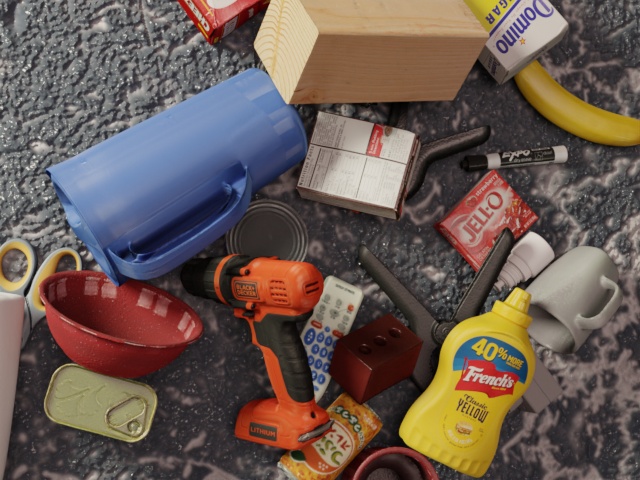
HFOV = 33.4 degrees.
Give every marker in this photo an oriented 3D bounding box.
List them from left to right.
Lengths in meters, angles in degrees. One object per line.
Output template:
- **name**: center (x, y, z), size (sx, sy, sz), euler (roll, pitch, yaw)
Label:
- **marker**: center (0.213, -0.090, 1.176), size (0.121, 0.020, 0.020), euler (-7, 86, -11)

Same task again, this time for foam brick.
- **foam brick**: center (0.056, 0.120, 1.088), size (0.078, 0.051, 0.053), euler (-24, 51, -37)

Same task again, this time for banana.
- **banana**: center (0.282, -0.154, 1.185), size (0.197, 0.037, 0.069), euler (37, 81, -5)

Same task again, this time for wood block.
- **wood block**: center (0.052, -0.200, 1.068), size (0.205, 0.091, 0.090), euler (-6, 52, -32)

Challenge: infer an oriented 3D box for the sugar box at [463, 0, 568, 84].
- **sugar box**: center (0.177, -0.265, 1.158), size (0.093, 0.048, 0.176), euler (-38, 79, -12)

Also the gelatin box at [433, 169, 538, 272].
- **gelatin box**: center (0.179, -0.020, 1.157), size (0.089, 0.030, 0.073), euler (-44, 93, -12)

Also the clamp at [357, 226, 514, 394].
- **clamp**: center (0.121, 0.090, 1.126), size (0.164, 0.036, 0.210), euler (0, 93, 3)

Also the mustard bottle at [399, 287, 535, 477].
- **mustard bottle**: center (0.163, 0.136, 1.082), size (0.096, 0.058, 0.191), euler (27, 91, -8)

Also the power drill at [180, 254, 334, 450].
- **power drill**: center (-0.062, 0.105, 1.053), size (0.057, 0.185, 0.187), euler (-22, 107, -41)

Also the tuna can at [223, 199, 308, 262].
- **tuna can**: center (-0.057, 0.001, 1.110), size (0.086, 0.034, 0.086), euler (1, 84, -10)

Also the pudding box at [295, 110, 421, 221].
- **pudding box**: center (0.039, -0.078, 1.105), size (0.113, 0.039, 0.090), euler (14, 79, 14)

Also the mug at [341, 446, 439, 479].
- **mug**: center (0.059, 0.262, 1.081), size (0.093, 0.081, 0.117), euler (43, 79, -4)

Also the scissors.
- **scissors**: center (-0.315, 0.084, 1.064), size (0.096, 0.016, 0.201), euler (35, 80, -4)

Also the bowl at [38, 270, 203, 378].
- **bowl**: center (-0.197, 0.086, 1.028), size (0.162, 0.162, 0.055), euler (17, 106, -8)

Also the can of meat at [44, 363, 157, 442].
- **can of meat**: center (-0.213, 0.157, 1.040), size (0.102, 0.084, 0.057), euler (16, 82, -9)

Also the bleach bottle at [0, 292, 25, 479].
- **bleach bottle**: center (-0.343, 0.173, 1.021), size (0.103, 0.068, 0.251), euler (5, 90, 27)

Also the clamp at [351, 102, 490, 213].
- **clamp**: center (0.099, -0.092, 1.141), size (0.120, 0.039, 0.171), euler (30, 82, 13)

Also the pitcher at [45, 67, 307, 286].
- **pitcher**: center (-0.131, -0.064, 1.051), size (0.242, 0.145, 0.149), euler (-32, 90, -15)
